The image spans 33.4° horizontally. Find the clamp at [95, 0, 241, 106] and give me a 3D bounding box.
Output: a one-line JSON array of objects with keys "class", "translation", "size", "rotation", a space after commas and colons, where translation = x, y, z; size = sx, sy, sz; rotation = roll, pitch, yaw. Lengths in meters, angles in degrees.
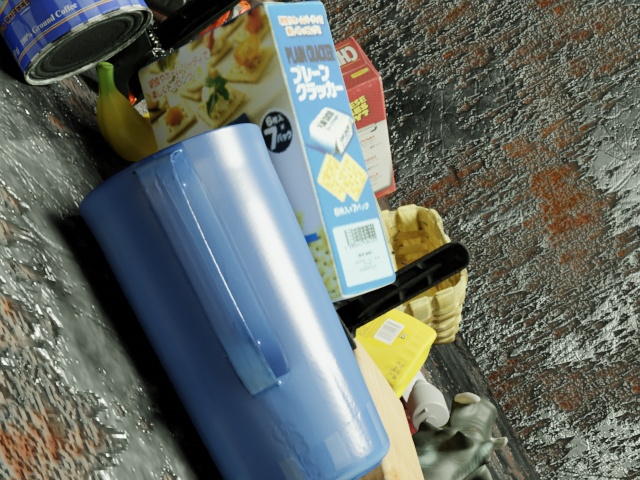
[{"class": "clamp", "translation": [-0.132, -0.168, 0.896], "size": [0.172, 0.120, 0.039], "rotation": [-46, -121, 59]}]

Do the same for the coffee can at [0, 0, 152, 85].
[{"class": "coffee can", "translation": [-0.199, -0.197, 0.761], "size": [0.140, 0.103, 0.102], "rotation": [60, 9, 0]}]

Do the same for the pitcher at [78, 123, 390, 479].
[{"class": "pitcher", "translation": [-0.052, 0.054, 0.696], "size": [0.148, 0.145, 0.243], "rotation": [-20, 81, -47]}]

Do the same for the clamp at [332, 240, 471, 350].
[{"class": "clamp", "translation": [0.018, 0.064, 0.865], "size": [0.210, 0.164, 0.036], "rotation": [-29, -90, 54]}]

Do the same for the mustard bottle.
[{"class": "mustard bottle", "translation": [0.004, 0.071, 0.978], "size": [0.192, 0.058, 0.096], "rotation": [29, 40, 14]}]

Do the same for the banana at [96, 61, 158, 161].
[{"class": "banana", "translation": [-0.145, -0.099, 0.889], "size": [0.037, 0.069, 0.197], "rotation": [16, 3, 7]}]
